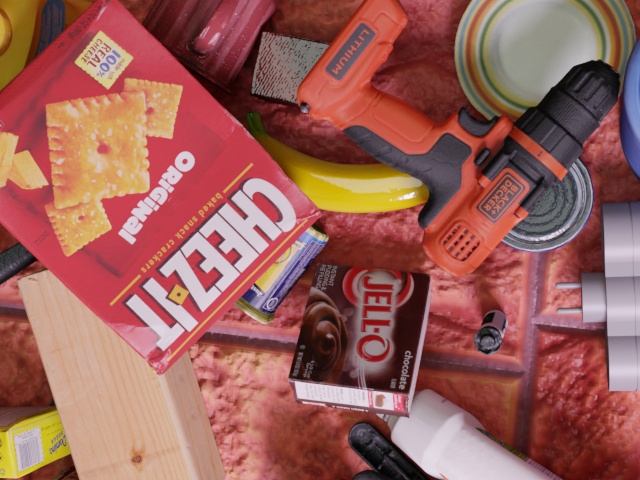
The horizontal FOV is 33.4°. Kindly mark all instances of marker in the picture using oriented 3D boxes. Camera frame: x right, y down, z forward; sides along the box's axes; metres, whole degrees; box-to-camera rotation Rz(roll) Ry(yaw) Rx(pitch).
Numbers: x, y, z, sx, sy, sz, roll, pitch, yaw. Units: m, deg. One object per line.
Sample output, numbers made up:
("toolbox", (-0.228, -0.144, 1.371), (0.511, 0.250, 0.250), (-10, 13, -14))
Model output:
("marker", (0.123, 0.065, 0.768), (0.020, 0.121, 0.020), (0, 92, 12))

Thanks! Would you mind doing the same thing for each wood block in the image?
("wood block", (-0.152, 0.111, 0.835), (0.091, 0.090, 0.206), (-16, 94, 7))

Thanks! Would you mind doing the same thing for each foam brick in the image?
("foam brick", (-0.009, -0.127, 0.824), (0.078, 0.053, 0.051), (13, 95, 12))

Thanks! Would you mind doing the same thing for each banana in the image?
("banana", (0.028, -0.055, 0.827), (0.198, 0.037, 0.069), (10, 95, 12))

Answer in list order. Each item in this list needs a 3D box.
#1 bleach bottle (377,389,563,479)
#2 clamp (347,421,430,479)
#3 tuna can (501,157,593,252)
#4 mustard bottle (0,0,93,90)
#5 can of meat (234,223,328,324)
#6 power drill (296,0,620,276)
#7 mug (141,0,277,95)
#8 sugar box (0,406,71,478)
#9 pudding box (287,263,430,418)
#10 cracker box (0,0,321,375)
("bleach bottle", (0.145, 0.186, 0.791), (0.251, 0.102, 0.068), (35, 86, 17))
("clamp", (0.084, 0.205, 0.787), (0.171, 0.120, 0.039), (37, 104, 5))
("tuna can", (0.161, -0.033, 0.800), (0.086, 0.033, 0.086), (1, 92, 12))
("mustard bottle", (-0.218, -0.145, 0.798), (0.058, 0.191, 0.096), (19, 96, 11))
("can of meat", (-0.056, 0.001, 0.838), (0.102, 0.057, 0.084), (37, 97, 8))
("power drill", (0.092, -0.095, 0.756), (0.187, 0.057, 0.184), (40, 97, 1))
("mug", (-0.084, -0.168, 0.811), (0.093, 0.117, 0.081), (31, 94, -14))
("sugar box", (-0.300, 0.164, 0.871), (0.176, 0.093, 0.048), (-6, 90, 19))
("pudding box", (0.032, 0.073, 0.801), (0.090, 0.039, 0.113), (5, 53, 12))
("cracker box", (-0.131, -0.038, 0.744), (0.164, 0.072, 0.213), (-45, 100, -7))
